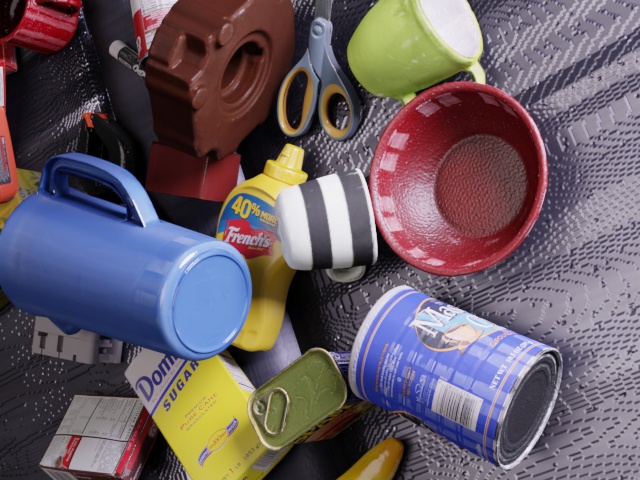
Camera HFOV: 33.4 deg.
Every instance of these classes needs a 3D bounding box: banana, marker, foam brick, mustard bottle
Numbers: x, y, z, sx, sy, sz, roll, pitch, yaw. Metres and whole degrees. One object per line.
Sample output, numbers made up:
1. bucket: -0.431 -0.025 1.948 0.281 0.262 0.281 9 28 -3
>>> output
1. banana: -0.005 0.233 0.965 0.198 0.037 0.069 -22 75 30
2. marker: -0.180 -0.176 1.125 0.121 0.020 0.020 38 106 29
3. foam brick: -0.127 -0.067 1.061 0.078 0.052 0.051 9 91 34
4. mustard bottle: -0.057 0.001 1.006 0.096 0.058 0.192 26 100 32

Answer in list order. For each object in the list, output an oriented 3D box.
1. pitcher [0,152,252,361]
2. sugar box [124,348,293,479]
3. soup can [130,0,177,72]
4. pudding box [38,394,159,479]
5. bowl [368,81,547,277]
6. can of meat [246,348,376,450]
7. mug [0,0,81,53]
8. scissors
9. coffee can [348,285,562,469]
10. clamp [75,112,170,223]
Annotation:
1. pitcher: -0.182 0.022 0.986 0.243 0.149 0.145 13 66 41
2. sugar box: -0.109 0.158 1.015 0.093 0.048 0.176 -47 59 7
3. soup can: -0.157 -0.228 1.086 0.069 0.068 0.102 -18 76 31
4. pudding box: -0.221 0.203 1.082 0.114 0.039 0.090 -2 50 34
5. bowl: 0.122 -0.049 0.895 0.162 0.055 0.162 -3 84 33
6. can of meat: 0.000 0.139 0.942 0.102 0.083 0.057 -39 67 24
7. mug: -0.316 -0.257 1.183 0.117 0.081 0.093 -9 81 32
8. scissors: 0.014 -0.177 0.971 0.096 0.016 0.202 33 121 21
9. coffee can: 0.108 0.108 0.863 0.140 0.102 0.103 22 98 32
10. clamp: -0.211 -0.056 1.125 0.120 0.039 0.171 -11 87 25
